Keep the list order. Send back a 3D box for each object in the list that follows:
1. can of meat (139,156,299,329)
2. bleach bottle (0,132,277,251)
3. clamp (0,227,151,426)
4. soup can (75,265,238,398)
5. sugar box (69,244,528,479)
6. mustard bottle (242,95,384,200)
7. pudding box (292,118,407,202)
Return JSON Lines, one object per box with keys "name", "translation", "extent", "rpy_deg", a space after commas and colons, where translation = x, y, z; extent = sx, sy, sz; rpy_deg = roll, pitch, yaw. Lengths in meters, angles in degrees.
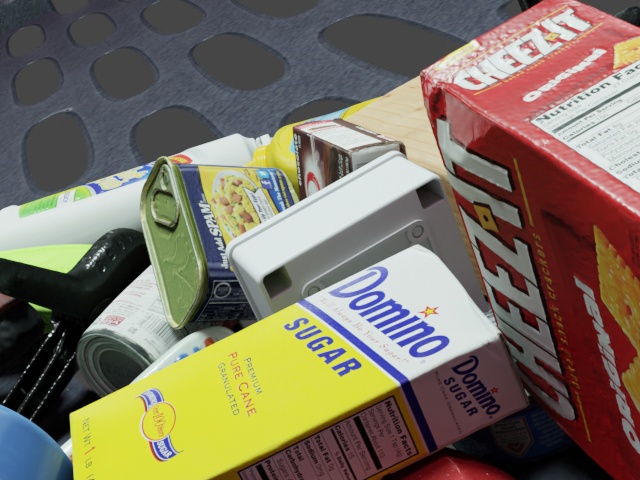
{"name": "can of meat", "translation": [-0.054, 0.001, 0.645], "extent": [0.083, 0.058, 0.102], "rpy_deg": [0, 54, -31]}
{"name": "bleach bottle", "translation": [-0.149, -0.035, 0.912], "extent": [0.251, 0.068, 0.102], "rpy_deg": [-22, 16, -2]}
{"name": "clamp", "translation": [-0.152, 0.041, 0.670], "extent": [0.036, 0.165, 0.209], "rpy_deg": [26, 39, 16]}
{"name": "soup can", "translation": [-0.096, 0.053, 0.669], "extent": [0.069, 0.068, 0.102], "rpy_deg": [-6, 30, 36]}
{"name": "sugar box", "translation": [-0.014, 0.069, 0.442], "extent": [0.176, 0.048, 0.093], "rpy_deg": [-28, 27, -3]}
{"name": "mustard bottle", "translation": [0.022, -0.072, 0.828], "extent": [0.192, 0.058, 0.096], "rpy_deg": [-14, 28, 23]}
{"name": "pudding box", "translation": [0.019, -0.010, 0.634], "extent": [0.039, 0.113, 0.090], "rpy_deg": [-11, 18, -21]}
